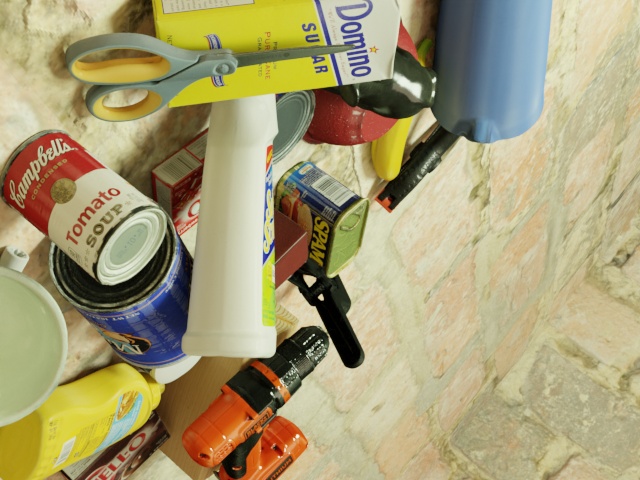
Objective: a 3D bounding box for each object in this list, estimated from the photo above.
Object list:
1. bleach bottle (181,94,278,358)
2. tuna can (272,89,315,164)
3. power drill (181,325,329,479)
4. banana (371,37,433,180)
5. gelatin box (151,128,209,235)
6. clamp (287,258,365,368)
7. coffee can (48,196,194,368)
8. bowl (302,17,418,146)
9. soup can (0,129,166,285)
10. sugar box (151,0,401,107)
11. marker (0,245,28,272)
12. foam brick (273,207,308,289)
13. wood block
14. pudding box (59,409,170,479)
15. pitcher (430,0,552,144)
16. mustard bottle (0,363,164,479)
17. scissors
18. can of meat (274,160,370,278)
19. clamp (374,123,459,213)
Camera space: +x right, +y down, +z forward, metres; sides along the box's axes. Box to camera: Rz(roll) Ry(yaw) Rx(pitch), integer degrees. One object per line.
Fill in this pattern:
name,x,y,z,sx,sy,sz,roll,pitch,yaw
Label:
bleach bottle,-0.066,-0.032,0.858,0.102,0.068,0.251,43,49,-81
tuna can,-0.045,-0.110,0.969,0.086,0.034,0.086,-43,157,-24
power drill,-0.058,0.186,1.118,0.184,0.057,0.187,-40,152,-19
banana,0.089,-0.132,1.209,0.069,0.037,0.198,-35,152,-41
gelatin box,-0.106,-0.053,0.935,0.089,0.030,0.073,-40,156,-30
clamp,0.002,0.061,1.192,0.036,0.164,0.210,-38,178,10
coffee can,-0.151,0.036,0.880,0.102,0.103,0.140,-48,158,-14
bowl,0.050,-0.152,1.072,0.162,0.055,0.162,-43,156,-24
soup can,-0.167,-0.023,0.754,0.068,0.102,0.068,-43,157,-24
sugar box,-0.031,-0.152,0.786,0.176,0.048,0.093,-7,146,-5
marker,-0.257,0.059,0.810,0.121,0.020,0.020,-58,158,14
foam brick,-0.057,0.001,1.056,0.053,0.078,0.051,-43,155,-25
wood block,-0.110,0.152,1.160,0.090,0.091,0.206,-26,146,-48
pudding box,-0.216,0.218,1.115,0.113,0.039,0.090,-46,157,-19
pitcher,0.186,-0.237,1.149,0.145,0.149,0.243,-30,149,-16
mustard bottle,-0.214,0.163,1.006,0.191,0.058,0.096,-18,141,-56
scissors,-0.083,-0.116,0.766,0.201,0.016,0.096,0,150,-21
can of meat,-0.001,-0.024,1.124,0.057,0.084,0.102,-39,155,-32
clamp,0.134,-0.107,1.304,0.171,0.039,0.120,-52,178,-8
